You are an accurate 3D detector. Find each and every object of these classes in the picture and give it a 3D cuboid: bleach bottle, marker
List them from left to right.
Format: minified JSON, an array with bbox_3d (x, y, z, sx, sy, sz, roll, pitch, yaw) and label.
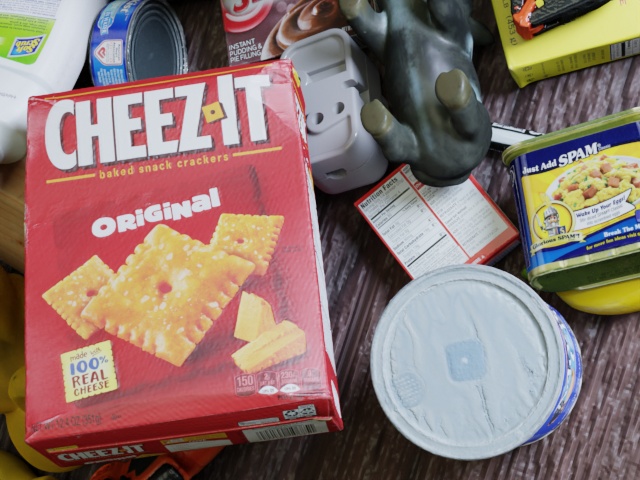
[{"bbox_3d":[-0.209,-0.140,0.732,0.102,0.068,0.250,4,53,9],"label":"bleach bottle"},{"bbox_3d":[0.151,-0.058,0.688,0.121,0.020,0.020,15,87,20],"label":"marker"}]

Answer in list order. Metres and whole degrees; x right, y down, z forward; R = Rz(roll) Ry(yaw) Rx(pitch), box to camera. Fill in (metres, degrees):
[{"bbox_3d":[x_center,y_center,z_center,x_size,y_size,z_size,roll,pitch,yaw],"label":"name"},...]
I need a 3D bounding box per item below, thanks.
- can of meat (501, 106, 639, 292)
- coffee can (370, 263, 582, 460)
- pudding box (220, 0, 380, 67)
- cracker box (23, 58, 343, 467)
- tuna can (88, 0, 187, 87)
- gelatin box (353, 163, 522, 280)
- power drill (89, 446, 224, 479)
[{"bbox_3d":[0.165,-0.021,0.629,0.102,0.057,0.084,-16,67,25],"label":"can of meat"},{"bbox_3d":[0.096,0.072,0.623,0.103,0.140,0.103,-3,81,18],"label":"coffee can"},{"bbox_3d":[-0.014,-0.170,0.748,0.114,0.039,0.090,-12,78,16],"label":"pudding box"},{"bbox_3d":[-0.081,0.010,0.611,0.164,0.072,0.214,-8,66,2],"label":"cracker box"},{"bbox_3d":[-0.128,-0.128,0.755,0.034,0.086,0.086,3,83,20],"label":"tuna can"},{"bbox_3d":[0.077,-0.013,0.700,0.073,0.030,0.089,-40,71,10],"label":"gelatin box"},{"bbox_3d":[-0.084,0.137,0.662,0.187,0.184,0.057,-42,99,0],"label":"power drill"}]
